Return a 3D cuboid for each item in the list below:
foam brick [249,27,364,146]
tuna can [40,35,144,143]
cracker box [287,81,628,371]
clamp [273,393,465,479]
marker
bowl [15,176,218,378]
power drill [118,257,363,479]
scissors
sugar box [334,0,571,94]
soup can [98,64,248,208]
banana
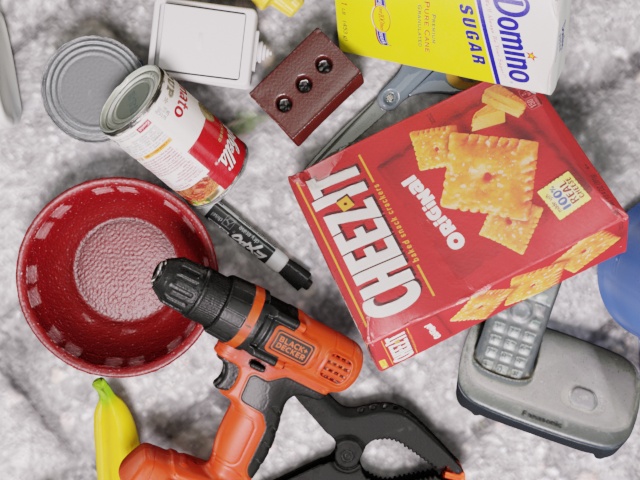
[{"bbox_3d":[-0.011,-0.122,0.859,0.078,0.051,0.053,-45,86,4],"label":"foam brick"},{"bbox_3d":[-0.181,-0.122,0.867,0.086,0.034,0.086,0,96,-2],"label":"tuna can"},{"bbox_3d":[0.103,-0.022,0.831,0.213,0.072,0.164,-26,61,0],"label":"cracker box"},{"bbox_3d":[0.015,0.186,0.904,0.210,0.036,0.164,19,95,-1],"label":"clamp"},{"bbox_3d":[-0.056,0.001,0.891,0.121,0.020,0.020,39,93,-6],"label":"marker"},{"bbox_3d":[-0.162,0.028,0.872,0.162,0.055,0.162,0,96,-2],"label":"bowl"},{"bbox_3d":[-0.082,0.122,0.838,0.184,0.057,0.188,29,99,-17],"label":"power drill"},{"bbox_3d":[0.078,-0.113,0.885,0.096,0.016,0.202,33,94,-2],"label":"scissors"},{"bbox_3d":[0.099,-0.173,0.813,0.176,0.093,0.048,17,54,21],"label":"sugar box"},{"bbox_3d":[-0.114,-0.081,0.835,0.068,0.069,0.102,-46,127,3],"label":"soup can"},{"bbox_3d":[-0.171,0.213,0.876,0.037,0.069,0.198,-8,80,19],"label":"banana"}]
